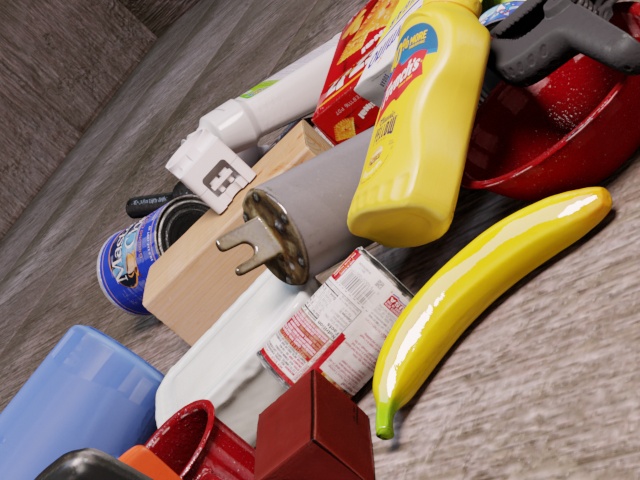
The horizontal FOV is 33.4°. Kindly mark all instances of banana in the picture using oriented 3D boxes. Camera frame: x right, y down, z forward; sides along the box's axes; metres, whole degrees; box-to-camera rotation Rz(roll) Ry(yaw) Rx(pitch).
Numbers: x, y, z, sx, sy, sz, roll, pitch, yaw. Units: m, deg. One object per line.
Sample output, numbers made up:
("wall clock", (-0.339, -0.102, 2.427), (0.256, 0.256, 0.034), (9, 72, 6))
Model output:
("banana", (0.094, 0.036, 0.652), (0.198, 0.037, 0.070), (-48, 37, 2))

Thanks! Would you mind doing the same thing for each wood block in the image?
("wood block", (-0.057, 0.001, 0.968), (0.206, 0.090, 0.090), (-43, 18, 13))

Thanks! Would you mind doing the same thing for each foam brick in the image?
("foam brick", (-0.004, 0.128, 0.651), (0.051, 0.053, 0.078), (-42, 18, 17))

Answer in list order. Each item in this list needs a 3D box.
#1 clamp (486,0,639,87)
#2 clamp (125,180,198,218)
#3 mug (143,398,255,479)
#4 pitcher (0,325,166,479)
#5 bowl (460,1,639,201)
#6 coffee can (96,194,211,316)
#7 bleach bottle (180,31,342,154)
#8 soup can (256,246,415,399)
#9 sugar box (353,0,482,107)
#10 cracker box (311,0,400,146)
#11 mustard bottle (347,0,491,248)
("clamp", (0.162, -0.139, 0.670), (0.210, 0.036, 0.164), (-24, 31, 56))
("clamp", (-0.129, -0.039, 1.196), (0.172, 0.120, 0.039), (-12, 73, 50))
("mug", (-0.066, 0.162, 0.672), (0.093, 0.081, 0.117), (-55, 19, -21))
("pitcher", (-0.215, 0.197, 0.853), (0.242, 0.149, 0.145), (-56, 9, -15))
("bowl", (0.163, -0.079, 0.695), (0.162, 0.055, 0.162), (-42, 19, 18))
("coffee can", (-0.166, 0.019, 1.156), (0.141, 0.102, 0.102), (-24, 30, 50))
("bleach bottle", (-0.043, -0.152, 1.157), (0.250, 0.068, 0.103), (-32, 13, -23))
("soup can", (0.016, 0.062, 0.716), (0.102, 0.068, 0.068), (-47, 18, 1))
("sugar box", (0.093, -0.190, 0.832), (0.176, 0.048, 0.093), (-61, 13, -19))
("cracker box", (0.082, -0.188, 1.018), (0.164, 0.072, 0.213), (-37, 20, 29))
("mustard bottle", (0.072, -0.095, 0.710), (0.096, 0.058, 0.191), (148, 140, -67))
